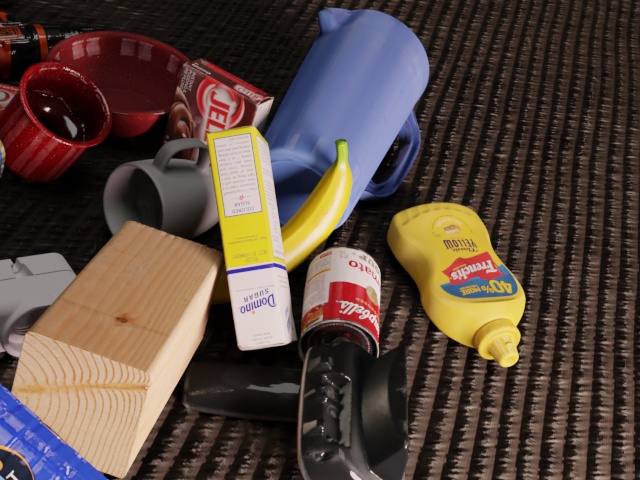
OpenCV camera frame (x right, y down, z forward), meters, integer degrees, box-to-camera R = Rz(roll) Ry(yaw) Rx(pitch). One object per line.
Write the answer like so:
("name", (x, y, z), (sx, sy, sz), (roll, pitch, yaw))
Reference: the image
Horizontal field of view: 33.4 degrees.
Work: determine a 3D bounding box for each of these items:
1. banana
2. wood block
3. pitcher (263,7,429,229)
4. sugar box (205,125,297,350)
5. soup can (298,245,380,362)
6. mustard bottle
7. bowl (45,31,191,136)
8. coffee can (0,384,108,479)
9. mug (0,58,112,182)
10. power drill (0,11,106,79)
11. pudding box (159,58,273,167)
("banana", (-0.034, -0.004, 0.962), (0.197, 0.069, 0.037), (-47, 33, -6))
("wood block", (-0.146, 0.072, 0.799), (0.091, 0.090, 0.206), (19, 23, 2))
("pitcher", (0.023, -0.113, 1.099), (0.149, 0.145, 0.242), (21, 48, 7))
("sugar box", (-0.056, 0.001, 0.882), (0.048, 0.176, 0.093), (-7, -5, 4))
("soup can", (0.018, 0.061, 0.930), (0.068, 0.069, 0.102), (13, 38, -5))
("mustard bottle", (0.138, 0.044, 1.007), (0.096, 0.058, 0.192), (-2, 42, -22))
("bowl", (-0.209, -0.157, 1.126), (0.162, 0.055, 0.162), (11, 38, -9))
("coffee can", (-0.209, 0.152, 0.670), (0.140, 0.103, 0.102), (42, 40, 0))
("mug", (-0.259, -0.118, 1.010), (0.093, 0.082, 0.117), (13, 54, -38))
("power drill", (-0.349, -0.250, 1.186), (0.184, 0.057, 0.188), (-9, 45, -30))
("pudding box", (-0.105, -0.111, 1.061), (0.090, 0.114, 0.039), (31, 33, 17))
